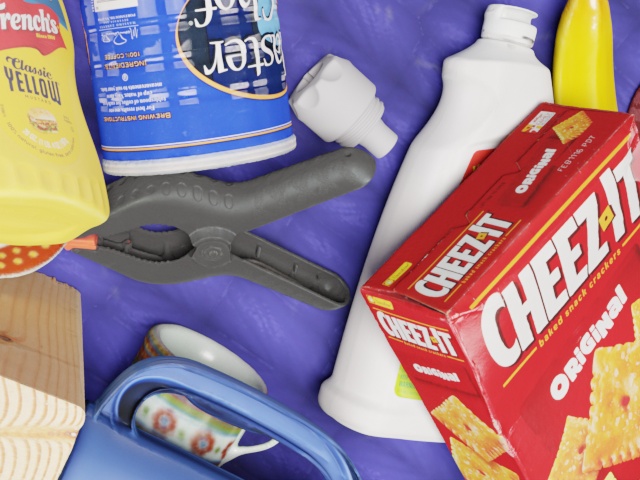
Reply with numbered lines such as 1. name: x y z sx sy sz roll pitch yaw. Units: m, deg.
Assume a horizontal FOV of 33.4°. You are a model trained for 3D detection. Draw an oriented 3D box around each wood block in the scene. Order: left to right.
1. wood block: -0.170 0.069 0.505 0.090 0.206 0.090 24 94 -16

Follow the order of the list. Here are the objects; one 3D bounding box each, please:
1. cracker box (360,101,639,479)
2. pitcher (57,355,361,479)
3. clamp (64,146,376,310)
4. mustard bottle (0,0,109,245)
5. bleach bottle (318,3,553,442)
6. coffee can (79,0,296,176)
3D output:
1. cracker box: 0.135 0.058 0.594 0.164 0.072 0.213 -44 125 -24
2. pitcher: -0.036 0.176 0.533 0.242 0.145 0.149 26 134 -13
3. clamp: -0.054 0.001 0.598 0.171 0.039 0.120 -3 131 1
4. mustard bottle: -0.163 -0.096 0.527 0.058 0.096 0.191 -26 70 30
5. bleach bottle: 0.076 -0.012 0.621 0.102 0.068 0.251 10 96 -29
6. coffee can: -0.071 -0.111 0.550 0.102 0.103 0.140 -9 102 -12
